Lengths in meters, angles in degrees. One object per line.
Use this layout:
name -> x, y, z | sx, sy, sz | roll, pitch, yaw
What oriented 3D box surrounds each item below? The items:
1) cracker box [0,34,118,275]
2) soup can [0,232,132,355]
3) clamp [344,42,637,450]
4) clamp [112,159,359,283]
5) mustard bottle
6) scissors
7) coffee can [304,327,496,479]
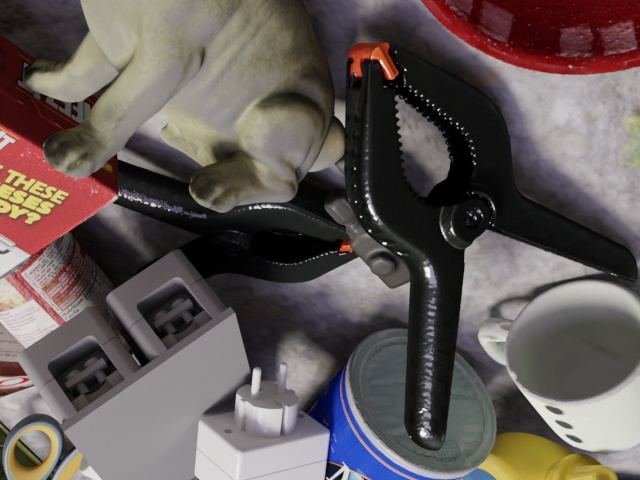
cracker box -> -0.237, -0.034, 0.561 | 0.214, 0.072, 0.164 | -30, 138, 27
soup can -> -0.165, 0.036, 0.665 | 0.069, 0.068, 0.102 | -16, 127, 25
clamp -> 0.065, -0.004, 0.550 | 0.210, 0.164, 0.036 | 52, 165, -24
clamp -> -0.054, 0.001, 0.630 | 0.171, 0.039, 0.120 | 7, 147, 7
mustard bottle -> 0.128, 0.173, 0.689 | 0.096, 0.058, 0.192 | 55, 148, 7
scissors -> -0.232, 0.208, 0.801 | 0.202, 0.016, 0.096 | -46, 118, 3
coffee can -> 0.033, 0.137, 0.692 | 0.102, 0.102, 0.140 | 25, 133, -11
